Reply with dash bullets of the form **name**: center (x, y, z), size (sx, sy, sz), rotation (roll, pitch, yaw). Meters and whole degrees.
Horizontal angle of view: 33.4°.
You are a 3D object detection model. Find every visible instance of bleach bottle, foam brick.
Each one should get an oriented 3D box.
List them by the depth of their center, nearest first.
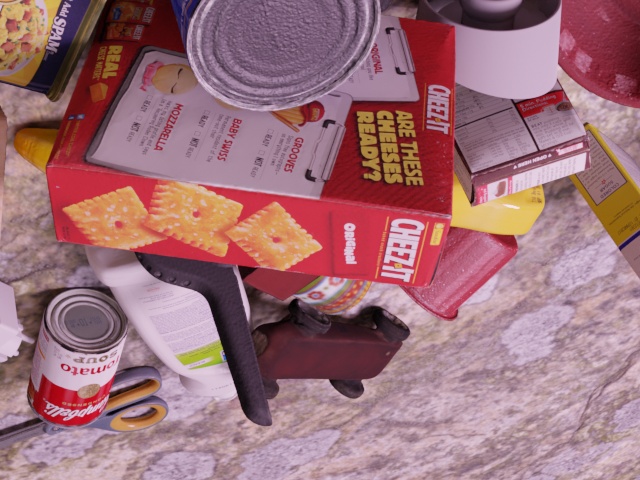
- **foam brick**: center (-0.035, -0.004, 0.813), size (0.053, 0.078, 0.051), rotation (-37, 140, 20)
- **bleach bottle**: center (-0.109, 0.064, 0.874), size (0.102, 0.068, 0.251), rotation (-17, 144, -5)

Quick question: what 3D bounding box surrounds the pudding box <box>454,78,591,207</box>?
- **pudding box**: center (0.128, -0.088, 0.757), size (0.090, 0.113, 0.039), rotation (-19, 143, -1)

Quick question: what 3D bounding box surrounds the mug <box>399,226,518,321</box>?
- **mug**: center (0.098, -0.001, 0.875), size (0.117, 0.093, 0.082), rotation (38, 112, -18)

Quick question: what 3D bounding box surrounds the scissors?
- **scissors**: center (-0.228, 0.174, 0.987), size (0.202, 0.016, 0.096), rotation (-27, 141, 9)

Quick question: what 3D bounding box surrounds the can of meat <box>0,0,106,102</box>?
- **can of meat**: center (-0.177, -0.137, 0.610), size (0.083, 0.057, 0.102), rotation (12, 131, -31)

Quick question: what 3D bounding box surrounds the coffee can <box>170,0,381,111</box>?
- **coffee can**: center (-0.037, -0.155, 0.583), size (0.102, 0.140, 0.103), rotation (-12, 141, -10)

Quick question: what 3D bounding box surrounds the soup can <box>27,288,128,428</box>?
- **soup can**: center (-0.198, 0.096, 0.867), size (0.068, 0.068, 0.102), rotation (1, 136, -25)

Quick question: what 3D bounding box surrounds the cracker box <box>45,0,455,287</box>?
- **cracker box**: center (-0.033, -0.064, 0.623), size (0.213, 0.164, 0.072), rotation (8, 140, 0)

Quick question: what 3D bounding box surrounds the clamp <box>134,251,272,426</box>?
- **clamp**: center (-0.055, 0.001, 0.744), size (0.164, 0.210, 0.036), rotation (-44, 172, -15)
